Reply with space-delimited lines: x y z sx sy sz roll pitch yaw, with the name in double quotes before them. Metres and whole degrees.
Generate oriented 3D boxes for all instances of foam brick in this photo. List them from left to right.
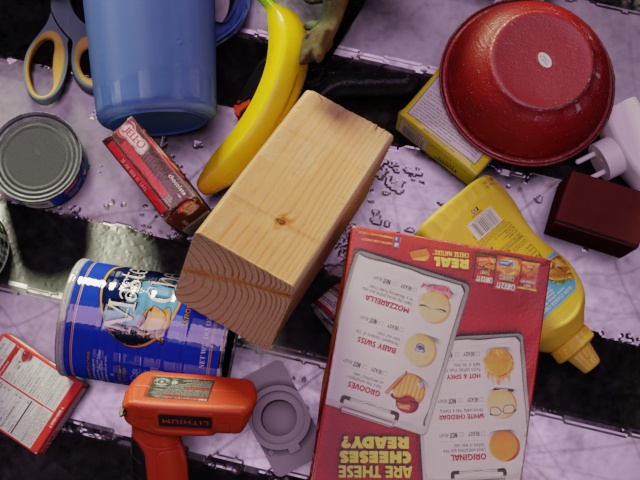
"foam brick" 0.249 -0.023 0.963 0.078 0.053 0.051 18 79 2

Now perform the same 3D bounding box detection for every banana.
"banana" -0.052 -0.129 0.961 0.070 0.037 0.198 12 79 36

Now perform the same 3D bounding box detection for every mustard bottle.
"mustard bottle" 0.176 0.039 0.946 0.096 0.058 0.192 -37 81 -26

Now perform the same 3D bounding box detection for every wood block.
"wood block" -0.027 -0.023 0.896 0.091 0.090 0.205 29 48 5

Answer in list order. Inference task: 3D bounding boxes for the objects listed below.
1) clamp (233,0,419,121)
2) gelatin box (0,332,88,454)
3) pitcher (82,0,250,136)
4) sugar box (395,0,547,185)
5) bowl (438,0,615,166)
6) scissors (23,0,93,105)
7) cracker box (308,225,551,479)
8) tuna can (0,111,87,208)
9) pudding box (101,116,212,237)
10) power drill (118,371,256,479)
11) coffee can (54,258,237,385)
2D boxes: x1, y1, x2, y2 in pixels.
"clamp" -0.005 -0.164 0.998 0.171 0.039 0.120 -19 64 0
"gelatin box" -0.263 0.135 0.944 0.089 0.030 0.073 31 82 6
"pitcher" -0.146 -0.223 0.974 0.149 0.145 0.243 -6 82 11
"sugar box" 0.160 -0.147 0.992 0.093 0.048 0.176 40 78 7
"bowl" 0.189 -0.149 0.941 0.162 0.055 0.162 1 78 -3
"scissors" -0.231 -0.223 1.022 0.096 0.016 0.202 10 79 2
"cracker box" 0.086 0.108 0.864 0.164 0.072 0.213 9 83 0
"tuna can" -0.259 -0.073 0.983 0.086 0.034 0.086 0 79 0
"pudding box" -0.139 -0.053 0.938 0.039 0.113 0.090 -38 81 -4
"power drill" -0.094 0.205 0.876 0.184 0.057 0.188 4 110 0
"coffee can" -0.145 0.077 0.918 0.140 0.103 0.103 9 79 1
